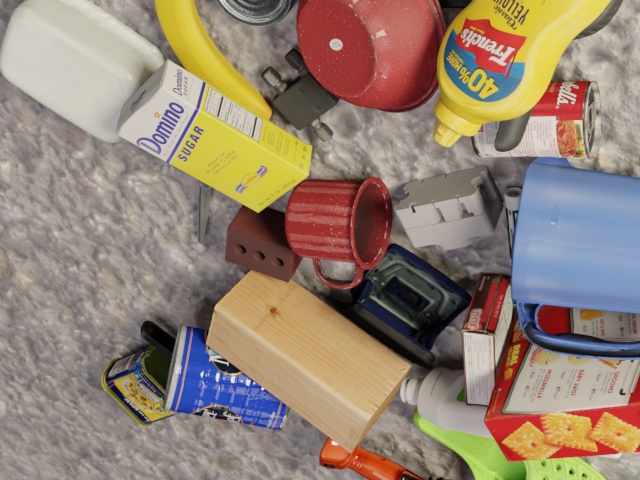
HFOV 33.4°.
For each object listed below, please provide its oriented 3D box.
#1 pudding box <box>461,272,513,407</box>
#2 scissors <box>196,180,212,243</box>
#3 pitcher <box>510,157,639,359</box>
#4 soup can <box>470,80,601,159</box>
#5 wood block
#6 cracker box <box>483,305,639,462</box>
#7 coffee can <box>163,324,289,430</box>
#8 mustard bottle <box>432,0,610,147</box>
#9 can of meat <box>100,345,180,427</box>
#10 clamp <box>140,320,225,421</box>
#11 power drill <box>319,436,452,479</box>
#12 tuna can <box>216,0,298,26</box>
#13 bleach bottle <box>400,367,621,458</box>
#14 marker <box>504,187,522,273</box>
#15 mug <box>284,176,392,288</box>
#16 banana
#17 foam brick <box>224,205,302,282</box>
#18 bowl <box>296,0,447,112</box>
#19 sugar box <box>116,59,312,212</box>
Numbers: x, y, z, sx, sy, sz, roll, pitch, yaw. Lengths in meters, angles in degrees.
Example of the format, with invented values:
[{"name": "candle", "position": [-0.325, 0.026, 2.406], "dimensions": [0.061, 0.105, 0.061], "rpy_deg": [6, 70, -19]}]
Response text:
[{"name": "pudding box", "position": [0.174, 0.105, 1.110], "dimensions": [0.039, 0.090, 0.113], "rpy_deg": [6, 130, 21]}, {"name": "scissors", "position": [-0.105, -0.069, 1.150], "dimensions": [0.096, 0.016, 0.202], "rpy_deg": [9, 131, 19]}, {"name": "pitcher", "position": [0.292, 0.017, 0.947], "dimensions": [0.243, 0.144, 0.149], "rpy_deg": [8, 130, 16]}, {"name": "soup can", "position": [0.190, -0.105, 0.938], "dimensions": [0.102, 0.068, 0.068], "rpy_deg": [3, 129, 25]}, {"name": "wood block", "position": [-0.015, 0.127, 1.186], "dimensions": [0.206, 0.090, 0.090], "rpy_deg": [36, 144, 12]}, {"name": "cracker box", "position": [0.281, 0.125, 1.025], "dimensions": [0.214, 0.164, 0.072], "rpy_deg": [-12, 123, 34]}, {"name": "coffee can", "position": [-0.107, 0.162, 1.261], "dimensions": [0.140, 0.103, 0.103], "rpy_deg": [12, 135, -9]}, {"name": "mustard bottle", "position": [0.144, -0.153, 0.838], "dimensions": [0.096, 0.058, 0.192], "rpy_deg": [49, 124, 28]}, {"name": "can of meat", "position": [-0.223, 0.190, 1.401], "dimensions": [0.084, 0.057, 0.102], "rpy_deg": [-24, 116, 36]}, {"name": "clamp", "position": [-0.139, 0.157, 1.346], "dimensions": [0.120, 0.039, 0.171], "rpy_deg": [-11, 126, 30]}, {"name": "power drill", "position": [0.091, 0.285, 1.286], "dimensions": [0.188, 0.057, 0.184], "rpy_deg": [28, 164, 7]}, {"name": "tuna can", "position": [-0.058, -0.238, 0.968], "dimensions": [0.086, 0.033, 0.086], "rpy_deg": [14, 133, 15]}, {"name": "bleach bottle", "position": [0.208, 0.171, 1.159], "dimensions": [0.251, 0.102, 0.068], "rpy_deg": [3, 127, 32]}, {"name": "marker", "position": [0.196, 0.001, 1.060], "dimensions": [0.020, 0.020, 0.121], "rpy_deg": [5, 130, 22]}, {"name": "mug", "position": [0.017, -0.009, 1.085], "dimensions": [0.082, 0.093, 0.117], "rpy_deg": [5, 105, 28]}, {"name": "banana", "position": [-0.113, -0.193, 1.032], "dimensions": [0.070, 0.037, 0.197], "rpy_deg": [-5, 126, 29]}, {"name": "foam brick", "position": [-0.058, 0.001, 1.162], "dimensions": [0.078, 0.051, 0.053], "rpy_deg": [18, 134, 11]}, {"name": "bowl", "position": [0.031, -0.176, 0.925], "dimensions": [0.162, 0.055, 0.162], "rpy_deg": [29, 136, 32]}, {"name": "sugar box", "position": [-0.105, -0.099, 1.059], "dimensions": [0.176, 0.048, 0.094], "rpy_deg": [26, 140, -27]}]
